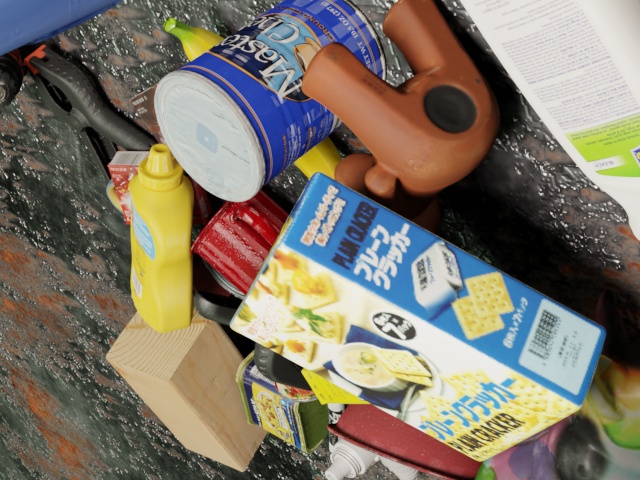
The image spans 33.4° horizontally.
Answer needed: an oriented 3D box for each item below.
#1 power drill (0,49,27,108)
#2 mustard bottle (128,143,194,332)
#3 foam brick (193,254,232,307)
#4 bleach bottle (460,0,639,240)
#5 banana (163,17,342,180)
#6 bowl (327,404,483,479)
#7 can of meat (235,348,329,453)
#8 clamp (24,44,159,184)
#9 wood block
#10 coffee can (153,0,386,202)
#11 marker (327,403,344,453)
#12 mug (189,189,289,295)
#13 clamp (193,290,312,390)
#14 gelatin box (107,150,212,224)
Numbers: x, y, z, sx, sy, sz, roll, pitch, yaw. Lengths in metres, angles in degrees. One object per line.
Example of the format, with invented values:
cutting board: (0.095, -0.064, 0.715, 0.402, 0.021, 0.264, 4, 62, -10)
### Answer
power drill: (-0.369, -0.219, 1.063, 0.187, 0.057, 0.184, 53, 179, -26)
mustard bottle: (-0.151, -0.010, 1.012, 0.096, 0.058, 0.192, -119, 26, -43)
foam brick: (-0.132, 0.041, 1.136, 0.078, 0.051, 0.053, -5, 120, 53)
bleach bottle: (0.167, -0.085, 0.625, 0.103, 0.068, 0.251, -11, 117, 55)
banana: (-0.047, -0.108, 0.867, 0.198, 0.069, 0.037, 42, 115, 0)
bowl: (0.090, 0.168, 0.949, 0.162, 0.055, 0.162, 18, 177, 1)
can of meat: (-0.037, 0.172, 1.154, 0.084, 0.057, 0.102, 23, 141, 32)
clamp: (-0.242, -0.124, 1.112, 0.171, 0.039, 0.120, 47, 143, -1)
wood block: (-0.134, 0.159, 1.174, 0.091, 0.090, 0.206, 15, 150, 33)
coffee can: (-0.035, -0.108, 0.775, 0.103, 0.140, 0.103, 32, 144, 26)
marker: (0.017, 0.186, 1.136, 0.020, 0.020, 0.121, 30, 143, 29)
mug: (-0.056, 0.001, 0.962, 0.081, 0.093, 0.117, 42, 161, 4)
clamp: (-0.017, 0.059, 0.942, 0.036, 0.164, 0.210, 38, 161, 35)
gelatin box: (-0.158, -0.051, 1.061, 0.089, 0.030, 0.073, 2, 128, 17)
